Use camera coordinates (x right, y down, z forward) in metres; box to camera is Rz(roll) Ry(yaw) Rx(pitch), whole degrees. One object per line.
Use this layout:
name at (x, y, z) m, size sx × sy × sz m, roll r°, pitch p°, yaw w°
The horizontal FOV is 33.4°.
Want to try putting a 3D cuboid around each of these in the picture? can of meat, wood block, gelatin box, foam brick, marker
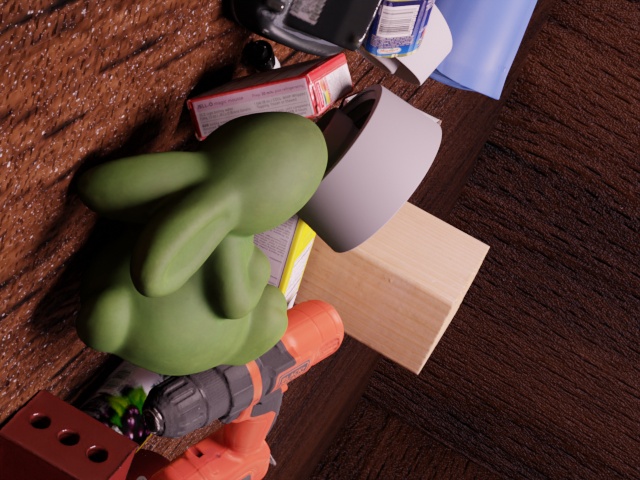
can of meat at (0.053, -0.201, 0.806) m, size 0.084 × 0.057 × 0.102 m, roll 103°, pitch -20°, yaw -67°
wood block at (0.020, 0.008, 0.885) m, size 0.090 × 0.206 × 0.090 m, roll -50°, pitch 165°, yaw -47°
gelatin box at (-0.032, -0.093, 0.696) m, size 0.073 × 0.089 × 0.030 m, roll -45°, pitch 122°, yaw -63°
foam brick at (-0.168, 0.144, 0.691) m, size 0.053 × 0.078 × 0.051 m, roll -51°, pitch 165°, yaw -56°
marker at (-0.036, -0.121, 0.786) m, size 0.020 × 0.020 × 0.121 m, roll -60°, pitch 171°, yaw -3°

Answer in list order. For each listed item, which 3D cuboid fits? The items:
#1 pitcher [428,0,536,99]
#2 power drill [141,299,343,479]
pitcher at (0.177, -0.279, 1.122) m, size 0.243 × 0.144 × 0.149 m, roll -66°, pitch -159°, yaw 11°
power drill at (-0.074, 0.140, 0.818) m, size 0.184 × 0.057 × 0.188 m, roll -24°, pitch 151°, yaw -41°
